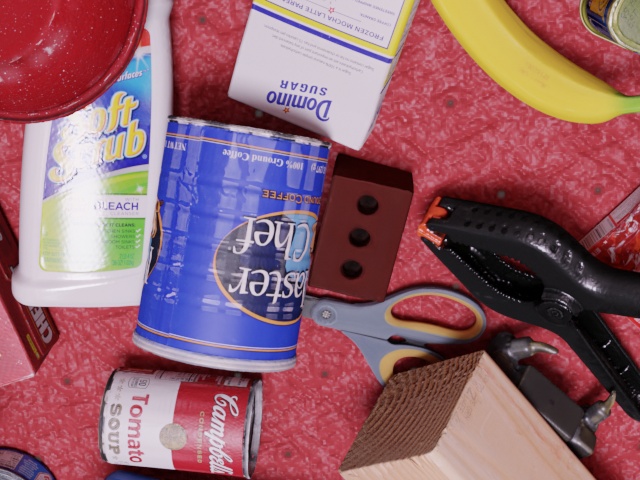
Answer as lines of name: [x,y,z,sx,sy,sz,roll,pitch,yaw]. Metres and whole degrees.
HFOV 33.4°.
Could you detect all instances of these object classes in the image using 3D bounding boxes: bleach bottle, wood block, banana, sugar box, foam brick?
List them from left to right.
bleach bottle: [-0.144,-0.085,0.673,0.102,0.068,0.251,0,106,-10]
sugar box: [0.013,-0.150,0.627,0.093,0.048,0.176,24,126,4]
foam brick: [0.026,-0.009,0.690,0.053,0.051,0.078,13,108,0]
wood block: [0.121,0.181,0.696,0.206,0.090,0.091,49,139,-15]
banana: [0.113,-0.133,0.644,0.198,0.037,0.070,42,130,-1]

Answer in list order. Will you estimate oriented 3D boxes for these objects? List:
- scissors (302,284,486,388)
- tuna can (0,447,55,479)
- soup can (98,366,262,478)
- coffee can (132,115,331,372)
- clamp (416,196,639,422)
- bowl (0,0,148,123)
scissors: [0.012,0.067,0.735,0.202,0.016,0.096,0,108,5]
tuna can: [-0.236,0.198,0.789,0.086,0.033,0.086,2,107,5]
soup can: [-0.094,0.125,0.736,0.102,0.068,0.068,5,108,4]
coffee can: [-0.054,0.001,0.657,0.103,0.103,0.140,10,94,2]
clamp: [0.161,0.030,0.665,0.210,0.036,0.165,33,149,1]
bowl: [-0.182,-0.145,0.605,0.162,0.055,0.162,2,101,8]
